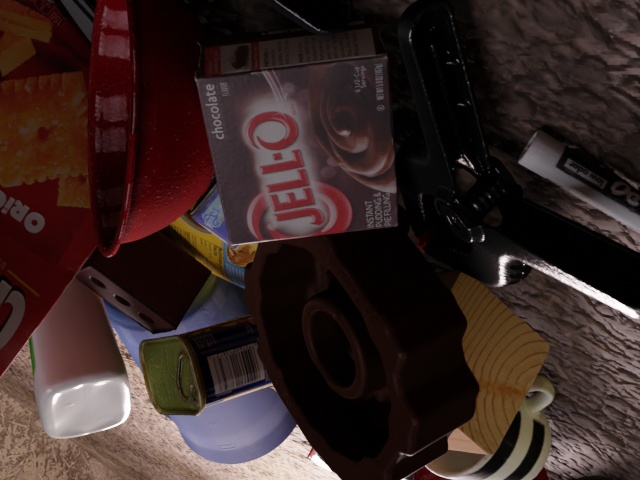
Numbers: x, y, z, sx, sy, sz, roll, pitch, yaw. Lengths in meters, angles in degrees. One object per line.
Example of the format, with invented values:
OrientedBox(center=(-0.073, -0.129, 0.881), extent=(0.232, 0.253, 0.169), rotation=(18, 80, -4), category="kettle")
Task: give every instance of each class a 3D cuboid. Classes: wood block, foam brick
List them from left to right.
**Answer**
OrientedBox(center=(-0.128, 0.023, 0.763), extent=(0.078, 0.051, 0.053), rotation=(39, 157, -17), category="foam brick")
OrientedBox(center=(0.051, 0.087, 0.773), extent=(0.090, 0.090, 0.206), rotation=(41, 157, -20), category="wood block")

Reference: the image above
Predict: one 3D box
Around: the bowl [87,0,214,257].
OrientedBox(center=(-0.091, -0.071, 0.587), extent=(0.055, 0.162, 0.162), rotation=(1, 168, -20), category="bowl")

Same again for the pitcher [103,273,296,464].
OrientedBox(center=(-0.094, 0.088, 0.944), extent=(0.145, 0.149, 0.243), rotation=(37, 162, 34), category="pitcher")

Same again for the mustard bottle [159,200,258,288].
OrientedBox(center=(-0.055, 0.001, 0.768), extent=(0.192, 0.058, 0.096), rotation=(27, 153, 14), category="mustard bottle")

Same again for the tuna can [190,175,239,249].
OrientedBox(center=(-0.039, -0.038, 0.624), extent=(0.033, 0.086, 0.086), rotation=(37, 159, -9), category="tuna can")

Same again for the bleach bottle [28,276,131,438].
OrientedBox(center=(-0.208, 0.019, 0.833), extent=(0.103, 0.068, 0.251), rotation=(104, 150, -56), category="bleach bottle")

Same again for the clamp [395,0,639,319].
OrientedBox(center=(0.086, -0.014, 0.524), extent=(0.164, 0.036, 0.210), rotation=(50, 169, 9), category="clamp")

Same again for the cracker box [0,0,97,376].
OrientedBox(center=(-0.208, -0.045, 0.662), extent=(0.072, 0.213, 0.164), rotation=(8, 149, 46), category="cracker box")

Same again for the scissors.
OrientedBox(center=(-0.089, -0.090, 0.662), extent=(0.096, 0.016, 0.201), rotation=(-10, 123, 20), category="scissors")

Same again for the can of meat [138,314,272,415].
OrientedBox(center=(-0.074, 0.088, 0.777), extent=(0.102, 0.083, 0.057), rotation=(-16, 88, 61), category="can of meat")

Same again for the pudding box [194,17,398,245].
OrientedBox(center=(-0.009, -0.051, 0.532), extent=(0.090, 0.039, 0.113), rotation=(-7, 133, 1), category="pudding box")
